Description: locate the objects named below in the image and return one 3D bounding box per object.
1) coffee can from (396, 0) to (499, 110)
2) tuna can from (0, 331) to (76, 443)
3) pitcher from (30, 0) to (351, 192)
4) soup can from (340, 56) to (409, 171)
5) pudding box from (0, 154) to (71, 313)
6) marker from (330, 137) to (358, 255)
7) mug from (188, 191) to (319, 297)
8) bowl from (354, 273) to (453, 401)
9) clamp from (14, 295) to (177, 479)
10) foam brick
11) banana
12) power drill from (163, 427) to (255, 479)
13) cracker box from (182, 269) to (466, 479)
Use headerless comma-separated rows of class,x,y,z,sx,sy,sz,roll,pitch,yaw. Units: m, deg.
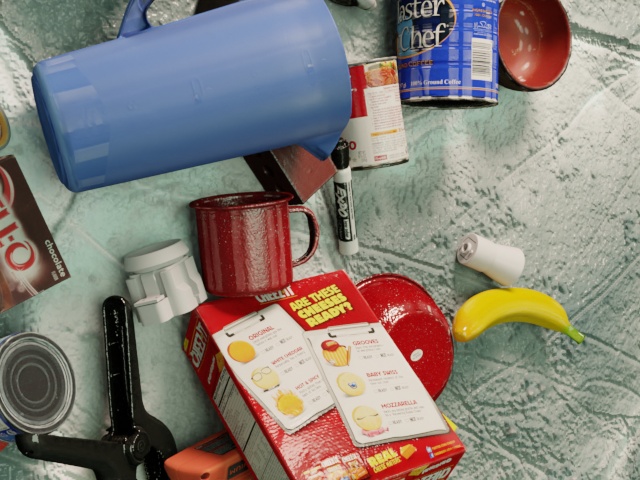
coffee can,0.126,-0.204,1.057,0.102,0.103,0.140,-1,92,-33
tuna can,-0.238,0.117,0.853,0.086,0.034,0.086,29,52,-45
pitcher,-0.108,-0.131,0.875,0.242,0.149,0.145,-17,145,-16
soup can,0.047,-0.122,1.030,0.068,0.069,0.102,-14,99,-32
pudding box,-0.265,0.000,0.850,0.089,0.039,0.113,-30,107,-29
marker,0.022,-0.042,1.022,0.020,0.020,0.121,-25,124,-30
mug,-0.056,0.001,0.953,0.117,0.093,0.081,-9,101,-23
bowl,0.080,0.114,1.066,0.161,0.055,0.162,-1,91,-33
clamp,-0.170,0.174,0.885,0.164,0.036,0.210,-56,136,-50
foam brick,-0.032,-0.078,0.989,0.051,0.053,0.078,-43,112,-24
banana,0.203,0.078,1.138,0.197,0.070,0.037,3,122,-36
power drill,-0.085,0.271,0.938,0.184,0.057,0.188,-22,110,-50
cracker box,-0.001,0.138,0.934,0.163,0.214,0.072,-12,142,-32
